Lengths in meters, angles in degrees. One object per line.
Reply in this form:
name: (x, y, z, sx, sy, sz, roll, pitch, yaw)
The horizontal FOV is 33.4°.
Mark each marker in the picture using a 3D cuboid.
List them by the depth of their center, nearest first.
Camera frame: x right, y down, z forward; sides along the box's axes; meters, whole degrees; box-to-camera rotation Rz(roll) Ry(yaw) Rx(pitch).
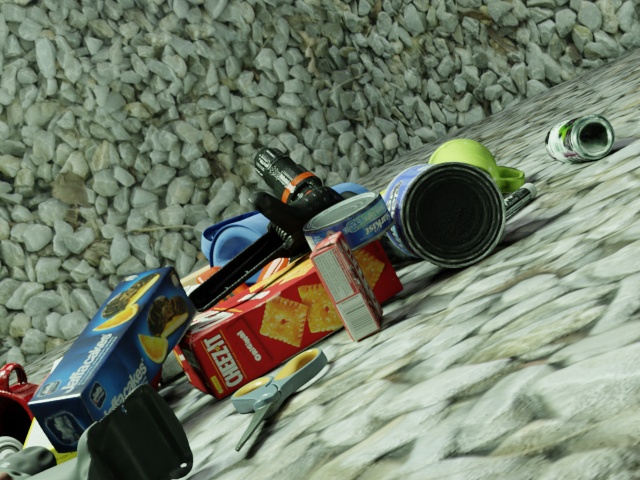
marker: (0.208, -0.036, 1.198, 0.020, 0.020, 0.120, -23, 6, 44)

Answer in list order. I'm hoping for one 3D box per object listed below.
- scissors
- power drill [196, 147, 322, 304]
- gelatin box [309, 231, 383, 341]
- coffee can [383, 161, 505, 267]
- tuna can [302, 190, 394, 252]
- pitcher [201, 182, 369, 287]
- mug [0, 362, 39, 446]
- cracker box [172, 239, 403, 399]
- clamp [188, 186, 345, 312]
scissors: (-0.054, 0.133, 0.840, 0.096, 0.016, 0.201, -27, 4, 28)
power drill: (-0.058, 0.002, 1.253, 0.188, 0.185, 0.057, -50, -29, 5)
gelatin box: (0.025, 0.040, 0.962, 0.030, 0.089, 0.073, -27, 4, 8)
coffee can: (0.121, -0.028, 1.082, 0.103, 0.103, 0.140, -27, 5, -3)
tuna can: (0.027, -0.015, 1.035, 0.086, 0.034, 0.086, -25, 12, 5)
pitcher: (-0.030, 0.002, 1.421, 0.242, 0.149, 0.145, -27, -3, -46)
mug: (-0.357, 0.201, 1.243, 0.093, 0.117, 0.081, -4, 4, 10)
cracker box: (-0.043, 0.073, 1.090, 0.213, 0.072, 0.164, -29, 5, -15)
clamp: (-0.042, -0.003, 1.093, 0.209, 0.036, 0.165, -19, -27, -54)
